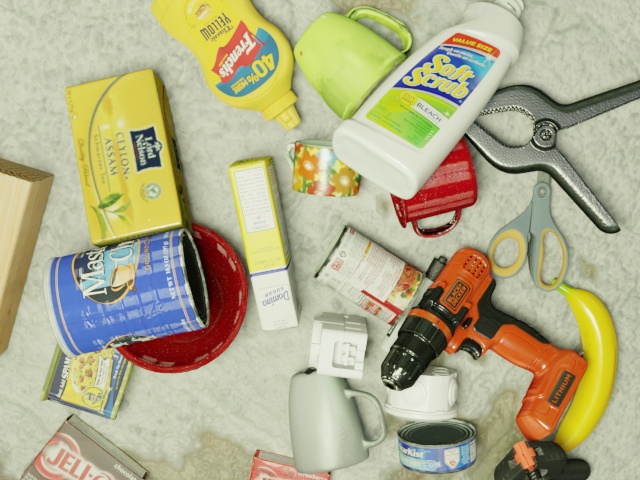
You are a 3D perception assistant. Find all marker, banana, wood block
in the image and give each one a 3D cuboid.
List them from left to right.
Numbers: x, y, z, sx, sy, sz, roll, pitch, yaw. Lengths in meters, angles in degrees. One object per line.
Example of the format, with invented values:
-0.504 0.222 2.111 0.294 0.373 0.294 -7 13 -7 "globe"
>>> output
-0.362 0.019 1.133 0.091 0.090 0.206 17 99 -2 "wood block"
0.103 0.070 1.169 0.020 0.020 0.121 31 98 -4 "marker"
0.290 0.138 1.170 0.070 0.037 0.198 1 96 30 "banana"

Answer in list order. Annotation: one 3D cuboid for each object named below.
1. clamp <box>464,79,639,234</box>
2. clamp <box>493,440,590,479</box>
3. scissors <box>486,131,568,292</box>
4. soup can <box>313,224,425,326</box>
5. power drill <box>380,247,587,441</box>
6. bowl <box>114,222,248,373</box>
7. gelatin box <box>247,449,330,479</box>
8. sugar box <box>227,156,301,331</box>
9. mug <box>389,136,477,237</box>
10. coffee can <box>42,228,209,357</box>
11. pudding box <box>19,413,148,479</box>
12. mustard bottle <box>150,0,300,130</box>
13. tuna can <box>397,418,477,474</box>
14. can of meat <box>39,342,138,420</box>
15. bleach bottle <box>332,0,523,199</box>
0.239 -0.099 1.122 0.210 0.036 0.164 8 89 6 "clamp"
0.236 0.246 1.137 0.120 0.171 0.039 -27 62 -6 "clamp"
0.220 -0.043 1.153 0.096 0.016 0.202 -7 91 9 "scissors"
0.052 0.037 1.141 0.102 0.068 0.068 32 97 -3 "soup can"
0.172 0.123 1.110 0.187 0.057 0.184 39 65 -3 "power drill"
-0.153 0.063 1.141 0.162 0.055 0.162 -1 80 6 "bowl"
-0.040 0.282 1.196 0.089 0.030 0.073 14 98 -1 "gelatin box"
-0.058 0.001 1.124 0.048 0.093 0.176 -9 98 2 "sugar box"
0.117 -0.056 1.120 0.081 0.093 0.117 -14 116 -2 "mug"
-0.192 0.052 1.065 0.140 0.103 0.103 -13 98 3 "coffee can"
-0.264 0.263 1.192 0.113 0.039 0.090 38 96 -5 "pudding box"
-0.084 -0.196 1.114 0.096 0.058 0.191 -36 97 12 "mustard bottle"
0.127 0.223 1.157 0.086 0.086 0.034 -4 99 1 "tuna can"
-0.249 0.138 1.166 0.084 0.057 0.102 18 99 -4 "can of meat"
0.122 -0.162 1.075 0.102 0.068 0.250 34 68 11 "bleach bottle"
